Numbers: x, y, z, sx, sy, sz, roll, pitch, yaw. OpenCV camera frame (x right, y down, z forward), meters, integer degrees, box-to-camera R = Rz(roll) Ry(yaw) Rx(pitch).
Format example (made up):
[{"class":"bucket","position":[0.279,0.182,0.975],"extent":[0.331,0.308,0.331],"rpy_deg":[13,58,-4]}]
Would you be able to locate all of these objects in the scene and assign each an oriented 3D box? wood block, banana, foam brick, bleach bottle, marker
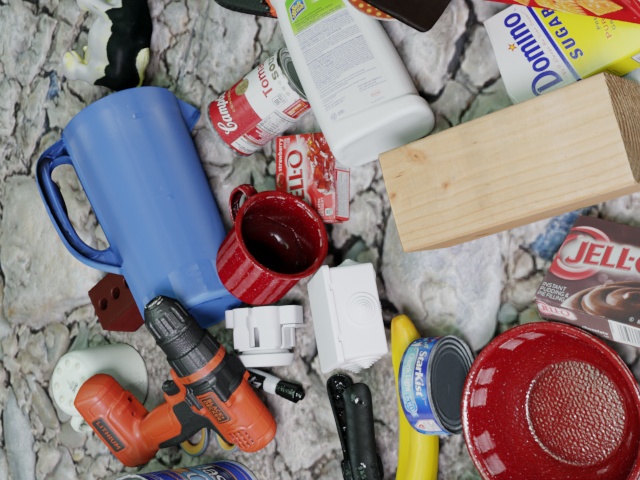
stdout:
[{"class":"wood block","position":[0.165,-0.060,0.888],"extent":[0.206,0.090,0.090],"rpy_deg":[-18,83,33]},{"class":"banana","position":[0.082,0.168,0.946],"extent":[0.037,0.069,0.198],"rpy_deg":[-4,72,25]},{"class":"foam brick","position":[-0.206,0.058,1.169],"extent":[0.078,0.051,0.053],"rpy_deg":[-40,65,26]},{"class":"bleach bottle","position":[0.018,-0.198,1.025],"extent":[0.103,0.068,0.251],"rpy_deg":[-25,66,11]},{"class":"marker","position":[-0.069,0.138,1.075],"extent":[0.121,0.020,0.020],"rpy_deg":[17,96,28]}]

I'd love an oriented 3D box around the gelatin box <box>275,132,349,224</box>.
[{"class":"gelatin box","position":[-0.008,-0.060,1.052],"extent":[0.073,0.030,0.089],"rpy_deg":[-2,85,35]}]

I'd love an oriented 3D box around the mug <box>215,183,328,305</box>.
[{"class":"mug","position":[-0.057,0.001,1.025],"extent":[0.117,0.093,0.082],"rpy_deg":[60,146,12]}]

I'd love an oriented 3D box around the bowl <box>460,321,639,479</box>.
[{"class":"bowl","position":[0.197,0.144,0.869],"extent":[0.162,0.055,0.162],"rpy_deg":[1,93,36]}]

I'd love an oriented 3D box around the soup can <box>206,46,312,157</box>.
[{"class":"soup can","position":[-0.055,-0.138,1.069],"extent":[0.102,0.068,0.068],"rpy_deg":[-33,68,28]}]

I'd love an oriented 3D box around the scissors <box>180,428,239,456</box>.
[{"class":"scissors","position":[-0.139,0.141,1.136],"extent":[0.096,0.016,0.202],"rpy_deg":[-39,65,26]}]

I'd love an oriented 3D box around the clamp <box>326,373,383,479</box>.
[{"class":"clamp","position":[0.038,0.201,0.960],"extent":[0.039,0.120,0.171],"rpy_deg":[-13,80,-3]}]

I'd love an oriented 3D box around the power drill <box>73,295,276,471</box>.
[{"class":"power drill","position":[-0.157,0.149,1.057],"extent":[0.188,0.057,0.184],"rpy_deg":[-22,110,36]}]

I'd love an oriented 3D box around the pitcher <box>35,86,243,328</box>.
[{"class":"pitcher","position":[-0.177,-0.024,1.104],"extent":[0.149,0.144,0.243],"rpy_deg":[-33,71,25]}]

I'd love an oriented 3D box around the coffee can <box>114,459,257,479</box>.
[{"class":"coffee can","position":[-0.134,0.273,1.045],"extent":[0.103,0.140,0.103],"rpy_deg":[-4,84,35]}]

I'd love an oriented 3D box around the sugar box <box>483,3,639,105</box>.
[{"class":"sugar box","position":[0.230,-0.180,0.885],"extent":[0.176,0.048,0.093],"rpy_deg":[-26,72,30]}]

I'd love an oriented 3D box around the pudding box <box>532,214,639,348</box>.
[{"class":"pudding box","position":[0.238,0.034,0.841],"extent":[0.114,0.039,0.090],"rpy_deg":[17,62,33]}]

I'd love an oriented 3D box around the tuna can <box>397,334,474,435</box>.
[{"class":"tuna can","position":[0.103,0.125,0.924],"extent":[0.034,0.085,0.086],"rpy_deg":[-9,81,36]}]
